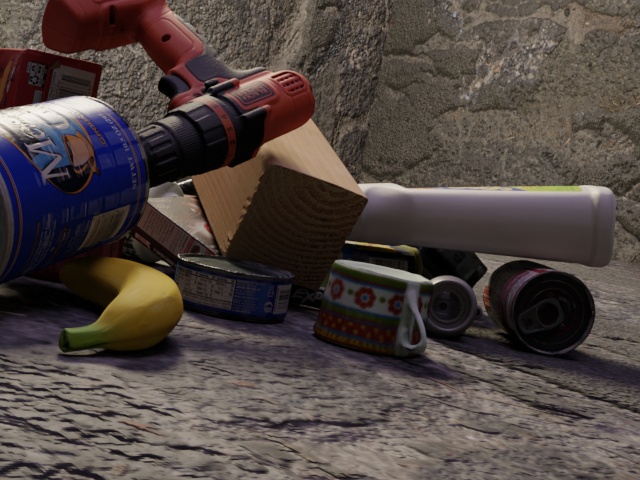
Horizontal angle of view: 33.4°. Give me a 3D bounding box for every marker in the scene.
[{"bbox_3d":[-0.007,0.045,0.867,0.121,0.020,0.020,11,4,8],"label":"marker"}]

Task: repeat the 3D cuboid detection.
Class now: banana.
[{"bbox_3d":[-0.118,0.032,0.630,0.069,0.037,0.198,10,4,-15],"label":"banana"}]

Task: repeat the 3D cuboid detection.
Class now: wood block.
[{"bbox_3d":[-0.047,-0.056,0.906,0.090,0.091,0.206,19,21,-26],"label":"wood block"}]

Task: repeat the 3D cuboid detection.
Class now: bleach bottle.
[{"bbox_3d":[0.116,-0.019,0.916,0.251,0.068,0.102,3,4,4],"label":"bleach bottle"}]

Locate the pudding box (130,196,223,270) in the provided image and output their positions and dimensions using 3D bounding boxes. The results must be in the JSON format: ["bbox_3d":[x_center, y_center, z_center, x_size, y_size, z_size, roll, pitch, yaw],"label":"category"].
[{"bbox_3d":[-0.091,0.000,0.902,0.090,0.039,0.113,34,22,24],"label":"pudding box"}]

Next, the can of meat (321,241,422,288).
[{"bbox_3d":[0.031,0.026,0.973,0.083,0.057,0.102,7,6,-25],"label":"can of meat"}]

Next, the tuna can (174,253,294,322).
[{"bbox_3d":[-0.064,0.034,0.773,0.086,0.034,0.086,10,4,-1],"label":"tuna can"}]

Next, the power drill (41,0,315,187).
[{"bbox_3d":[-0.121,-0.121,0.795,0.188,0.057,0.184,42,42,19],"label":"power drill"}]

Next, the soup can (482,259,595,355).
[{"bbox_3d":[0.180,0.053,0.893,0.068,0.068,0.102,10,4,-6],"label":"soup can"}]

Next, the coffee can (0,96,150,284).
[{"bbox_3d":[-0.186,-0.031,0.656,0.103,0.103,0.140,12,18,23],"label":"coffee can"}]

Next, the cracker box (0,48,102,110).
[{"bbox_3d":[-0.266,-0.081,0.920,0.072,0.164,0.214,11,4,-30],"label":"cracker box"}]
